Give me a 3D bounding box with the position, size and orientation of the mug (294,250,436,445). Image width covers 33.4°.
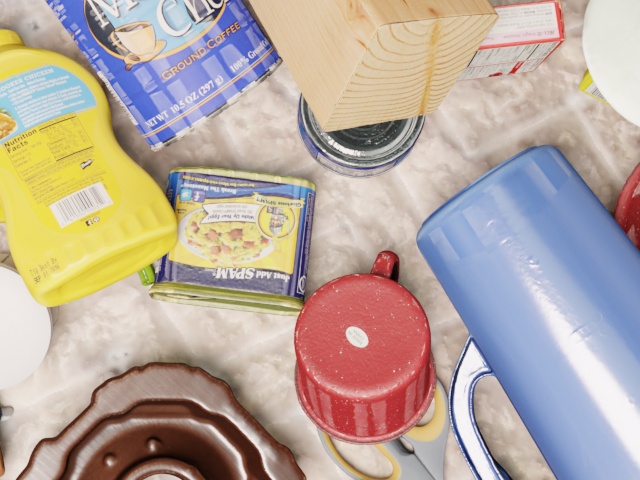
[{"bbox_3d":[0.030,0.061,0.663,0.093,0.081,0.117,15,67,11],"label":"mug"}]

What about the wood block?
[{"bbox_3d":[0.007,-0.179,0.656,0.090,0.091,0.206,-13,62,-33],"label":"wood block"}]

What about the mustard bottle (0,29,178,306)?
[{"bbox_3d":[-0.171,-0.060,0.656,0.096,0.058,0.192,-27,73,-15],"label":"mustard bottle"}]

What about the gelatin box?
[{"bbox_3d":[0.109,-0.131,0.705,0.089,0.073,0.030,-8,83,-4],"label":"gelatin box"}]

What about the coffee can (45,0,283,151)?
[{"bbox_3d":[-0.104,-0.141,0.661,0.102,0.103,0.140,-36,105,-7],"label":"coffee can"}]

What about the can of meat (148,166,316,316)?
[{"bbox_3d":[-0.055,0.001,0.689,0.102,0.057,0.084,7,80,-3],"label":"can of meat"}]

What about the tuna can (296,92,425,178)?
[{"bbox_3d":[0.027,-0.087,0.715,0.086,0.034,0.086,0,83,-3],"label":"tuna can"}]

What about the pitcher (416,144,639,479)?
[{"bbox_3d":[0.157,0.072,0.660,0.149,0.145,0.243,-28,80,-36],"label":"pitcher"}]

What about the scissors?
[{"bbox_3d":[0.088,0.159,0.696,0.202,0.016,0.096,39,82,2],"label":"scissors"}]
